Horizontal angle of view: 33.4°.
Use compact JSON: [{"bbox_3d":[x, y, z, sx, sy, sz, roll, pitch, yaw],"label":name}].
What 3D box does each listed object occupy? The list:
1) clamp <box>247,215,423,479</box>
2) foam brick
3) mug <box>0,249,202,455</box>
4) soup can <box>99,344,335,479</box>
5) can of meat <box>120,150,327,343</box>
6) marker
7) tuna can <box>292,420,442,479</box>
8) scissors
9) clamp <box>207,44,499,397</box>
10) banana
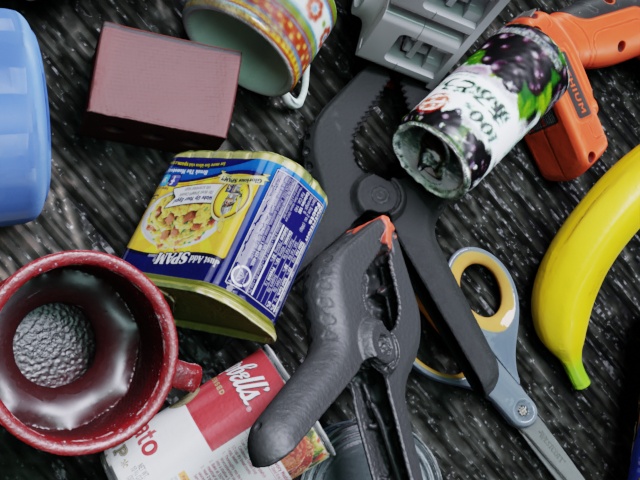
[{"bbox_3d":[0.025,0.068,0.540,0.120,0.039,0.171,50,40,-32],"label":"clamp"},{"bbox_3d":[-0.089,-0.081,0.591,0.078,0.053,0.051,10,77,-15],"label":"foam brick"},{"bbox_3d":[-0.115,0.055,0.524,0.117,0.082,0.093,14,81,-25],"label":"mug"},{"bbox_3d":[-0.053,0.109,0.550,0.102,0.068,0.068,-32,91,-7],"label":"soup can"},{"bbox_3d":[-0.054,0.001,0.563,0.057,0.102,0.084,42,64,-42],"label":"can of meat"},{"bbox_3d":[-0.153,0.057,0.563,0.020,0.020,0.121,40,71,-8],"label":"marker"},{"bbox_3d":[0.024,0.143,0.598,0.086,0.034,0.086,3,79,-18],"label":"tuna can"},{"bbox_3d":[0.125,0.083,0.651,0.201,0.016,0.096,38,72,-9],"label":"scissors"},{"bbox_3d":[0.041,-0.013,0.622,0.164,0.036,0.210,17,71,-3],"label":"clamp"},{"bbox_3d":[0.183,-0.007,0.647,0.069,0.037,0.198,27,100,-27],"label":"banana"}]
